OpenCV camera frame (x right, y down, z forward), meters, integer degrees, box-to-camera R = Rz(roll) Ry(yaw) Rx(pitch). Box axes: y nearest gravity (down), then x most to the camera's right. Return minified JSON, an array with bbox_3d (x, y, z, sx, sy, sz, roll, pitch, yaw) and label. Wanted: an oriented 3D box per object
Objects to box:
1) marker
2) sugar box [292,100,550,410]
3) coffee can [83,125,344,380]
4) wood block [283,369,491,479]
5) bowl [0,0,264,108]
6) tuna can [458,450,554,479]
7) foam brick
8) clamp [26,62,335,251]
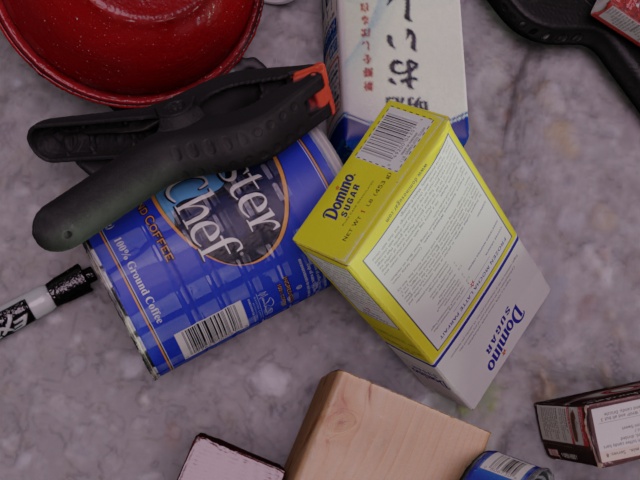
[{"bbox_3d":[-0.186,0.047,0.620,0.121,0.020,0.020,-29,84,-10],"label":"marker"},{"bbox_3d":[0.062,0.014,0.584,0.048,0.176,0.093,25,74,38],"label":"sugar box"},{"bbox_3d":[-0.054,0.001,0.600,0.140,0.103,0.103,-28,84,-10],"label":"coffee can"},{"bbox_3d":[0.006,0.185,0.581,0.091,0.090,0.206,23,78,-2],"label":"wood block"},{"bbox_3d":[-0.101,-0.157,0.584,0.162,0.055,0.162,1,85,-17],"label":"bowl"},{"bbox_3d":[0.089,0.153,0.548,0.034,0.086,0.086,16,77,28],"label":"tuna can"},{"bbox_3d":[-0.054,0.139,0.589,0.053,0.078,0.051,24,80,-2],"label":"foam brick"},{"bbox_3d":[-0.075,-0.048,0.550,0.171,0.039,0.120,-17,39,4],"label":"clamp"}]
